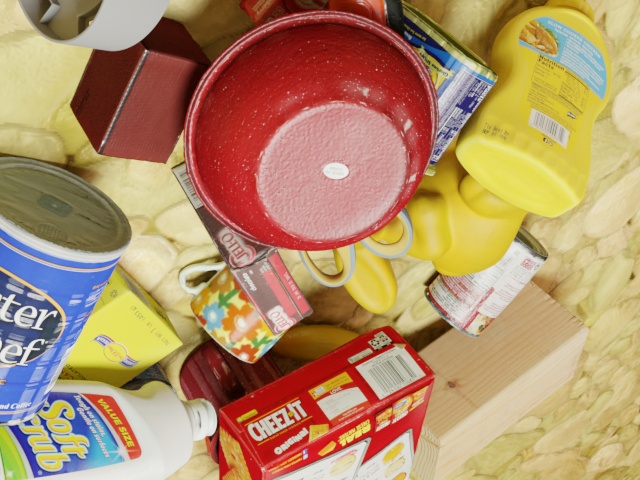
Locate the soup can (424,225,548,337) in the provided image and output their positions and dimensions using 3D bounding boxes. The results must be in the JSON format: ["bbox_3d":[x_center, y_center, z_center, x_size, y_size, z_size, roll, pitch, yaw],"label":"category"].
[{"bbox_3d":[0.154,0.031,0.996,0.068,0.069,0.102,18,117,-48],"label":"soup can"}]

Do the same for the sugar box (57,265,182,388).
[{"bbox_3d":[-0.201,0.096,0.798,0.176,0.048,0.093,-37,143,-2],"label":"sugar box"}]

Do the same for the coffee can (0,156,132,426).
[{"bbox_3d":[-0.196,0.032,0.681,0.102,0.103,0.140,9,121,-44],"label":"coffee can"}]

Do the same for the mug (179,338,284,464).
[{"bbox_3d":[-0.073,0.126,0.904,0.093,0.082,0.117,-34,143,-4],"label":"mug"}]

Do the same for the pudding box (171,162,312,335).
[{"bbox_3d":[-0.055,0.001,0.758,0.039,0.113,0.090,-30,142,-3],"label":"pudding box"}]

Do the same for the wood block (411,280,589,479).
[{"bbox_3d":[0.158,0.137,1.062,0.205,0.091,0.090,-31,146,-26],"label":"wood block"}]

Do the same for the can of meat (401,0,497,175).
[{"bbox_3d":[0.063,-0.110,0.745,0.057,0.102,0.084,12,119,-51],"label":"can of meat"}]

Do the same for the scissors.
[{"bbox_3d":[0.013,-0.055,0.757,0.096,0.016,0.202,-4,120,6],"label":"scissors"}]

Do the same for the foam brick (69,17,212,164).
[{"bbox_3d":[-0.111,-0.095,0.661,0.051,0.053,0.078,4,128,-41],"label":"foam brick"}]

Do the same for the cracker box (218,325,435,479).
[{"bbox_3d":[-0.002,0.184,0.892,0.164,0.072,0.214,-25,146,-25],"label":"cracker box"}]

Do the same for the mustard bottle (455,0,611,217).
[{"bbox_3d":[0.168,-0.117,0.792,0.096,0.191,0.058,30,149,-11],"label":"mustard bottle"}]

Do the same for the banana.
[{"bbox_3d":[0.023,0.116,1.006,0.069,0.037,0.197,-40,143,3],"label":"banana"}]

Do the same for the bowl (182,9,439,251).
[{"bbox_3d":[0.001,-0.051,0.634,0.162,0.055,0.162,-7,122,-11],"label":"bowl"}]

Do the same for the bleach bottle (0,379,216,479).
[{"bbox_3d":[-0.188,0.137,0.749,0.250,0.102,0.068,-4,151,-38],"label":"bleach bottle"}]
